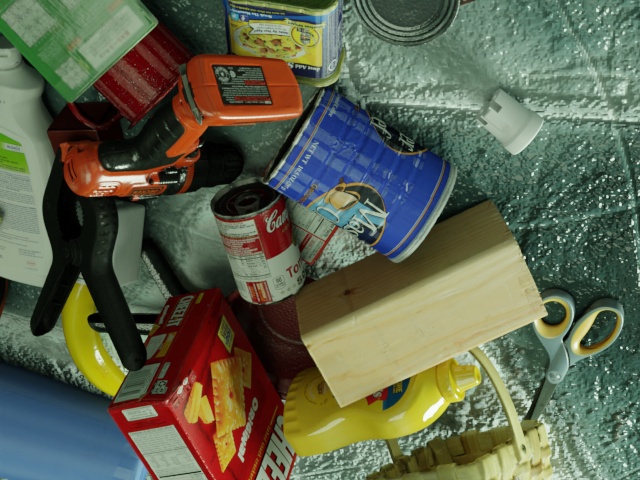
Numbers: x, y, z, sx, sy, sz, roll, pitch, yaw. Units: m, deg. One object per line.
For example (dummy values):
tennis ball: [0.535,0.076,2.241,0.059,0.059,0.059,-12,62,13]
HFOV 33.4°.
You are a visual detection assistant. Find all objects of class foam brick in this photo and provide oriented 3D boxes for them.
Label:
foam brick: [-0.219,-0.085,1.020,0.053,0.051,0.078,0,125,13]

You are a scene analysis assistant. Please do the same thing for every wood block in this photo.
wood block: [0.089,0.057,0.984,0.206,0.091,0.090,-25,117,7]

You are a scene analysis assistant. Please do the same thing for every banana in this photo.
banana: [-0.248,0.108,1.181,0.069,0.037,0.198,-18,124,-1]

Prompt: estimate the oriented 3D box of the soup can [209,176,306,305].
soup can: [-0.057,0.001,0.993,0.069,0.068,0.102,-5,123,17]

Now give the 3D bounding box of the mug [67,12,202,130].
mug: [-0.172,-0.149,0.931,0.081,0.093,0.117,44,87,-13]

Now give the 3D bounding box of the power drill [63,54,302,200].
power drill: [-0.101,-0.089,0.908,0.188,0.184,0.057,-31,74,44]

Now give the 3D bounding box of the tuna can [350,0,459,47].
tuna can: [0.067,-0.196,0.829,0.086,0.033,0.086,8,128,10]

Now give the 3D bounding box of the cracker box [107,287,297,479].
cracker box: [-0.102,0.180,1.042,0.072,0.164,0.213,-13,121,24]

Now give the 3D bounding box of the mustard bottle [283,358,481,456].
mustard bottle: [0.061,0.147,1.019,0.192,0.096,0.058,-16,121,24]

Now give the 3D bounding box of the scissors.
scissors: [0.226,0.120,1.082,0.096,0.016,0.202,30,127,-7]

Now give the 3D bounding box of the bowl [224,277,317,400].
bowl: [-0.027,0.090,1.097,0.162,0.055,0.162,7,127,9]

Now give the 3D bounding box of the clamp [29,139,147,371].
clamp: [-0.215,0.015,0.987,0.165,0.036,0.210,19,112,37]

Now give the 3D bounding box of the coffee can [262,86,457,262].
coffee can: [0.034,-0.059,0.944,0.140,0.102,0.103,31,127,-9]

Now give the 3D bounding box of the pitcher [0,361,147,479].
pitcher: [-0.314,0.223,1.232,0.243,0.149,0.145,17,113,-3]

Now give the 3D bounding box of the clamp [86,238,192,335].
clamp: [-0.148,0.073,1.124,0.171,0.039,0.120,22,119,-12]

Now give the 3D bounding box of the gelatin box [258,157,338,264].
gelatin box: [-0.026,-0.027,1.028,0.089,0.030,0.073,29,126,-7]

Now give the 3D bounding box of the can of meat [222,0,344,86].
can of meat: [-0.031,-0.181,0.885,0.102,0.057,0.084,10,145,7]

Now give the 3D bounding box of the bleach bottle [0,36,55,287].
bleach bottle: [-0.287,-0.075,1.037,0.102,0.068,0.251,12,125,11]
